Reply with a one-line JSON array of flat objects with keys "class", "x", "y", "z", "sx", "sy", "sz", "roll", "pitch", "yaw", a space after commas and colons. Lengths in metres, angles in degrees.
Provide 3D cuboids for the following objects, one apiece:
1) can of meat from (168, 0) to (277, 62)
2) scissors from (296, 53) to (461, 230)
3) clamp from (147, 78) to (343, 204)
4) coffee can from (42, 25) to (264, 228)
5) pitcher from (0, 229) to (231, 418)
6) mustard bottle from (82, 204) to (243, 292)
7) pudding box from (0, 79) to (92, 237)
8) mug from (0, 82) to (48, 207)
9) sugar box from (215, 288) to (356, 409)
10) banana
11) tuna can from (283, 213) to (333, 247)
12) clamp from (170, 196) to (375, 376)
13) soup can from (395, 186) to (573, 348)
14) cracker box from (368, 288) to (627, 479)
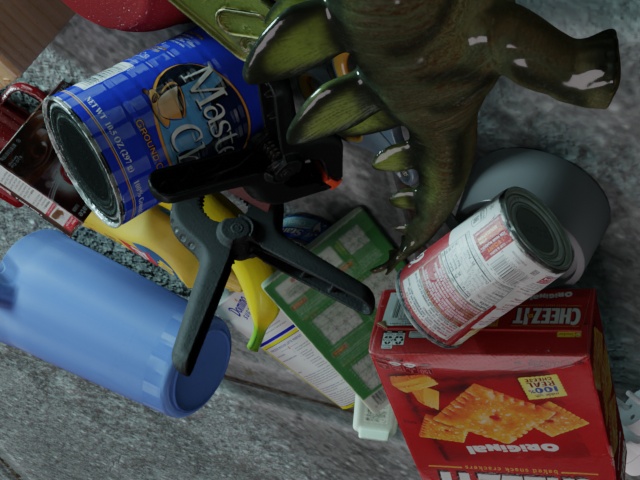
[{"class": "can of meat", "x": -0.049, "y": -0.176, "z": 0.672, "sx": 0.102, "sy": 0.083, "sz": 0.058, "roll": 38, "pitch": 147, "yaw": -13}, {"class": "scissors", "x": 0.062, "y": -0.066, "z": 0.747, "sx": 0.202, "sy": 0.016, "sz": 0.096, "roll": 42, "pitch": 146, "yaw": 14}, {"class": "clamp", "x": -0.029, "y": -0.067, "z": 0.741, "sx": 0.120, "sy": 0.171, "sz": 0.039, "roll": -39, "pitch": 70, "yaw": 29}, {"class": "coffee can", "x": -0.111, "y": -0.086, "z": 0.766, "sx": 0.103, "sy": 0.140, "sz": 0.103, "roll": 45, "pitch": 153, "yaw": 29}, {"class": "pitcher", "x": -0.210, "y": 0.088, "z": 1.106, "sx": 0.243, "sy": 0.149, "sz": 0.145, "roll": 22, "pitch": 139, "yaw": 26}, {"class": "mustard bottle", "x": -0.151, "y": -0.005, "z": 0.995, "sx": 0.192, "sy": 0.058, "sz": 0.096, "roll": 29, "pitch": 171, "yaw": 8}, {"class": "pudding box", "x": -0.220, "y": -0.072, "z": 0.926, "sx": 0.090, "sy": 0.113, "sz": 0.039, "roll": 36, "pitch": 144, "yaw": -10}, {"class": "mug", "x": -0.285, "y": -0.092, "z": 0.988, "sx": 0.081, "sy": 0.093, "sz": 0.117, "roll": 33, "pitch": 112, "yaw": -14}, {"class": "sugar box", "x": -0.014, "y": 0.093, "z": 1.056, "sx": 0.176, "sy": 0.048, "sz": 0.093, "roll": 41, "pitch": 146, "yaw": -10}, {"class": "banana", "x": -0.090, "y": 0.000, "z": 0.928, "sx": 0.198, "sy": 0.069, "sz": 0.037, "roll": 54, "pitch": 177, "yaw": 5}, {"class": "tuna can", "x": -0.008, "y": 0.016, "z": 0.953, "sx": 0.086, "sy": 0.033, "sz": 0.086, "roll": 21, "pitch": 147, "yaw": 14}, {"class": "clamp", "x": -0.056, "y": 0.001, "z": 0.870, "sx": 0.164, "sy": 0.210, "sz": 0.036, "roll": -11, "pitch": 148, "yaw": -9}, {"class": "soup can", "x": 0.109, "y": 0.019, "z": 0.716, "sx": 0.068, "sy": 0.068, "sz": 0.102, "roll": 39, "pitch": 125, "yaw": -15}, {"class": "cracker box", "x": 0.145, "y": 0.131, "z": 0.836, "sx": 0.164, "sy": 0.072, "sz": 0.213, "roll": -2, "pitch": 135, "yaw": 23}]
